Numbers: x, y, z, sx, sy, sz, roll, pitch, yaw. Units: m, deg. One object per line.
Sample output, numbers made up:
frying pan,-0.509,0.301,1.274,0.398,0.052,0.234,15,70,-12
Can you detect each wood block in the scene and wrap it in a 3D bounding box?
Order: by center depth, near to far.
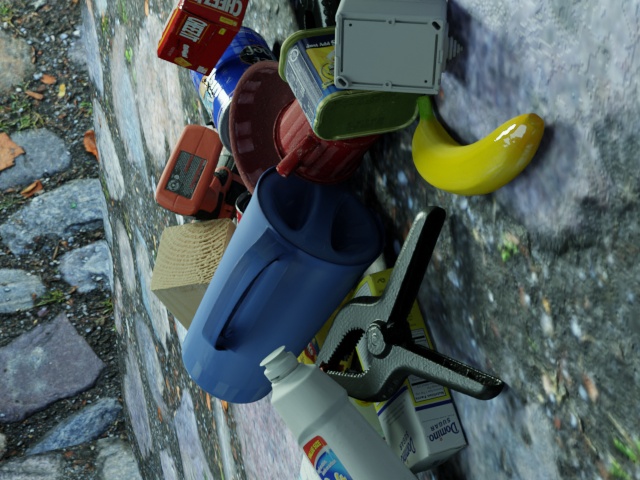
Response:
wood block,-0.110,0.073,1.276,0.206,0.090,0.090,57,-148,-47

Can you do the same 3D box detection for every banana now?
banana,0.107,-0.066,0.791,0.198,0.037,0.069,-150,51,-68

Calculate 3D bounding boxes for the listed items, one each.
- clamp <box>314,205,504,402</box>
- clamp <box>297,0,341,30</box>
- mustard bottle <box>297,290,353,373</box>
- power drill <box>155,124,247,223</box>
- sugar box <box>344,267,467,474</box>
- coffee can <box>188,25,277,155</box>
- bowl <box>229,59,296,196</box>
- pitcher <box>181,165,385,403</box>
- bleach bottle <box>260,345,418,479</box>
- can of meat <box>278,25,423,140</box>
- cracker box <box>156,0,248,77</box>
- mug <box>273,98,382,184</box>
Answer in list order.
clamp,0.061,0.073,0.920,0.210,0.036,0.164,-26,71,48
clamp,0.002,-0.241,1.024,0.120,0.039,0.171,-132,29,-67
mustard bottle,0.007,0.106,1.169,0.192,0.058,0.096,101,161,-48
power drill,-0.131,-0.079,1.313,0.187,0.057,0.184,49,-119,-75
sugar box,0.075,0.122,0.987,0.093,0.048,0.176,120,134,-62
coffee can,-0.085,-0.171,1.230,0.140,0.102,0.103,-119,25,-47
bowl,-0.027,-0.110,1.114,0.162,0.055,0.162,20,117,46
pitcher,-0.054,0.055,1.051,0.243,0.149,0.145,-58,30,36
bleach bottle,0.030,0.201,0.955,0.251,0.068,0.103,53,153,-6
can of meat,0.027,-0.135,0.903,0.057,0.102,0.084,101,151,-48
cracker box,-0.106,-0.303,1.136,0.164,0.072,0.213,153,133,-72
mug,0.004,-0.101,0.981,0.093,0.117,0.082,48,154,1
